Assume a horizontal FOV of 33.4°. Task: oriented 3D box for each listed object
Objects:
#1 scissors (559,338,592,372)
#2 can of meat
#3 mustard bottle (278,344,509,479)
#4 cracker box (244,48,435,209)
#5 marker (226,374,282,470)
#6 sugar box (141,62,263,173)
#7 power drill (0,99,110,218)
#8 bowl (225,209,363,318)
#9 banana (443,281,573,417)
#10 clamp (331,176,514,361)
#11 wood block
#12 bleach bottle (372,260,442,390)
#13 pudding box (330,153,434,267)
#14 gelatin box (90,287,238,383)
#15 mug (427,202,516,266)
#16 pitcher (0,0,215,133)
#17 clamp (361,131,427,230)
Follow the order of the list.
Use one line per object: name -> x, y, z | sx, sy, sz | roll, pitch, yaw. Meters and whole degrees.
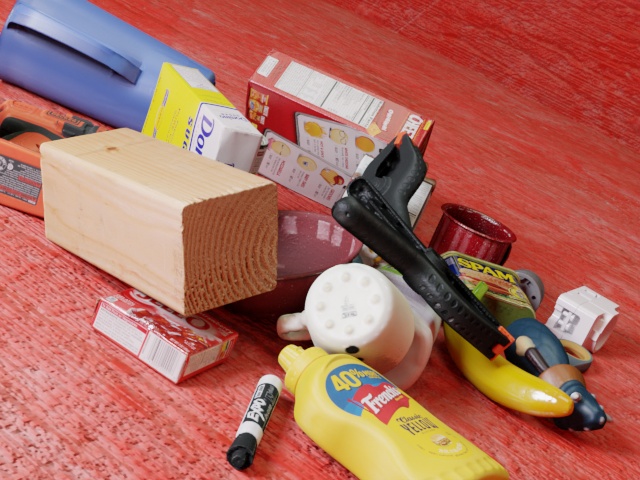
scissors -> 0.262, 0.139, 1.094 | 0.096, 0.016, 0.202 | 16, 20, -21
can of meat -> 0.171, 0.063, 1.135 | 0.102, 0.057, 0.084 | 18, 22, -13
mustard bottle -> 0.038, 0.135, 0.776 | 0.192, 0.058, 0.096 | 35, 25, 34
cracker box -> 0.015, -0.117, 1.273 | 0.214, 0.164, 0.072 | 25, 57, 8
marker -> -0.046, 0.128, 0.757 | 0.020, 0.020, 0.121 | 23, 19, 1
sugar box -> -0.117, -0.094, 1.004 | 0.048, 0.093, 0.176 | 9, 22, -29
power drill -> -0.245, -0.073, 1.026 | 0.184, 0.057, 0.187 | 18, 16, -4
bowl -> -0.042, 0.025, 0.942 | 0.162, 0.055, 0.162 | -2, 21, 0
banana -> 0.161, 0.107, 0.994 | 0.037, 0.069, 0.198 | 49, 8, -37
clamp -> 0.090, 0.021, 0.957 | 0.210, 0.036, 0.164 | 44, 13, -9
wood block -> -0.134, -0.022, 0.861 | 0.090, 0.090, 0.206 | -16, 27, -39
bleach bottle -> 0.079, 0.064, 1.017 | 0.102, 0.068, 0.250 | 27, 17, 12
pudding box -> 0.063, -0.029, 1.182 | 0.090, 0.113, 0.039 | 25, -16, 5
gelatin box -> -0.120, 0.068, 0.819 | 0.089, 0.030, 0.073 | 30, 19, 20
mug -> 0.174, 0.015, 1.228 | 0.117, 0.081, 0.093 | 5, 25, -42
pitcher -> -0.252, -0.203, 1.260 | 0.243, 0.145, 0.149 | 26, 39, -2
clamp -> 0.059, -0.042, 1.126 | 0.039, 0.120, 0.171 | 55, 38, -34
